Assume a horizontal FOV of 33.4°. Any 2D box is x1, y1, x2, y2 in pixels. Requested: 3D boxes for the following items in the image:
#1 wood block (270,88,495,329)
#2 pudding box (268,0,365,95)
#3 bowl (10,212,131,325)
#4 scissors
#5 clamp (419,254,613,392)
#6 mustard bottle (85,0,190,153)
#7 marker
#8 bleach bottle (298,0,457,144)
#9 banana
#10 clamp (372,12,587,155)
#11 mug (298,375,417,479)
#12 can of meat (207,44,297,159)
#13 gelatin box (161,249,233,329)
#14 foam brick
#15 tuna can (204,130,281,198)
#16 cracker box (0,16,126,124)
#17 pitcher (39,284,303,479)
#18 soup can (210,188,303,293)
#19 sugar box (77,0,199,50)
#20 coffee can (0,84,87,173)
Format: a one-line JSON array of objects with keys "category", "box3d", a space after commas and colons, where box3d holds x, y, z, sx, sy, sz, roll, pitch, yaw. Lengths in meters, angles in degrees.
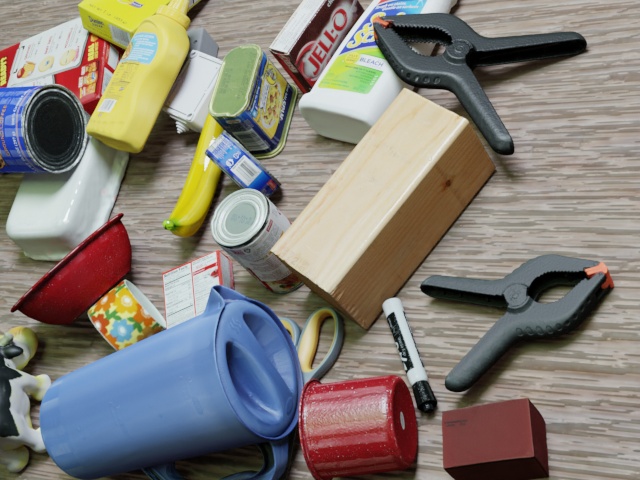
[{"category": "wood block", "box3d": [0.062, -0.030, 1.030, 0.090, 0.090, 0.206, 34, 82, 39]}, {"category": "pudding box", "box3d": [0.003, -0.225, 1.187, 0.039, 0.090, 0.113, 22, 74, 39]}, {"category": "bowl", "box3d": [-0.260, 0.042, 1.168, 0.162, 0.055, 0.162, -41, 5, 4]}, {"category": "scissors", "box3d": [-0.039, 0.153, 1.026, 0.096, 0.016, 0.201, 10, 67, 37]}, {"category": "clamp", "box3d": [0.169, 0.052, 0.950, 0.171, 0.039, 0.120, -27, 55, 6]}, {"category": "mustard bottle", "box3d": [-0.201, -0.198, 1.240, 0.096, 0.058, 0.191, 14, 77, 54]}, {"category": "marker", "box3d": [0.082, 0.105, 0.980, 0.020, 0.020, 0.121, -28, 51, 13]}, {"category": "bleach bottle", "box3d": [0.077, -0.224, 1.163, 0.103, 0.068, 0.250, 16, 68, 32]}, {"category": "banana", "box3d": [-0.131, -0.075, 1.192, 0.037, 0.070, 0.197, 17, 59, -1]}, {"category": "clamp", "box3d": [0.149, -0.185, 1.070, 0.210, 0.036, 0.164, 33, 65, 26]}, {"category": "mug", "box3d": [0.038, 0.157, 0.939, 0.082, 0.093, 0.117, -10, 20, 19]}, {"category": "can of meat", "box3d": [-0.076, -0.156, 1.195, 0.058, 0.083, 0.102, -2, 61, 29]}, {"category": "gelatin box", "box3d": [-0.127, 0.062, 1.125, 0.073, 0.030, 0.089, -24, 52, 18]}, {"category": "foam brick", "box3d": [0.145, 0.168, 0.883, 0.078, 0.051, 0.053, -13, 55, 23]}, {"category": "tuna can", "box3d": [-0.084, -0.078, 1.150, 0.034, 0.086, 0.086, -47, 49, -1]}, {"category": "cracker box", "box3d": [-0.348, -0.195, 1.390, 0.214, 0.072, 0.164, -18, 53, 21]}, {"category": "pitcher", "box3d": [-0.143, 0.160, 1.009, 0.243, 0.145, 0.149, -22, 41, 29]}, {"category": "soup can", "box3d": [-0.057, 0.001, 1.074, 0.069, 0.102, 0.068, -15, 55, 22]}, {"category": "sugar box", "box3d": [-0.212, -0.315, 1.353, 0.093, 0.048, 0.176, 29, 60, 21]}, {"category": "coffee can", "box3d": [-0.360, -0.130, 1.254, 0.141, 0.102, 0.102, 2, 63, 31]}]
